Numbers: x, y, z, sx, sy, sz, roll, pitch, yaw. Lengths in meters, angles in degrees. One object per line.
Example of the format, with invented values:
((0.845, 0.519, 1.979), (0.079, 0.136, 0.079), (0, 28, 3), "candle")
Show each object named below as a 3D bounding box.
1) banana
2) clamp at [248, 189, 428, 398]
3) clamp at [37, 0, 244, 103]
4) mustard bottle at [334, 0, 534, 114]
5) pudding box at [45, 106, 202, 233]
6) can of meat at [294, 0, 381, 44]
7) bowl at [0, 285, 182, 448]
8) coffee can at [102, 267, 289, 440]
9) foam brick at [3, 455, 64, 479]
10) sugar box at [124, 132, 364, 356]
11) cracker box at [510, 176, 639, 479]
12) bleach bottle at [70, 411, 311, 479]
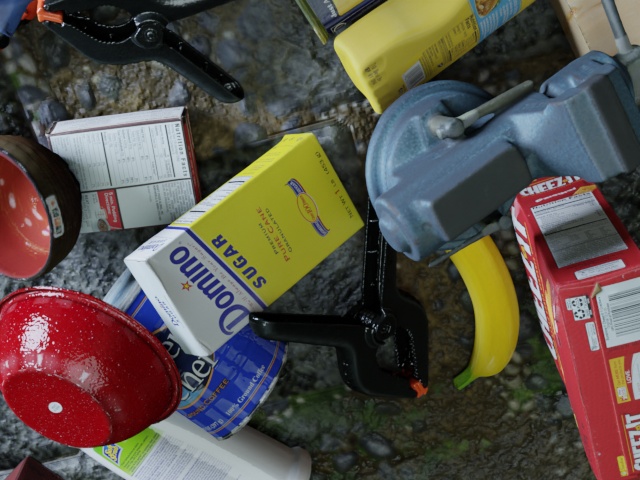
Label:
((0.129, 0.041, 0.902), (0.069, 0.037, 0.198), (-14, 111, 4), "banana")
((0.045, 0.057, 0.879), (0.164, 0.036, 0.209), (-53, 134, -12), "clamp")
((-0.123, -0.155, 0.799), (0.171, 0.039, 0.120), (1, 127, -8), "clamp")
((0.103, -0.174, 0.785), (0.191, 0.096, 0.058), (-36, 70, 3), "mustard bottle")
((-0.155, -0.056, 0.860), (0.113, 0.039, 0.090), (-7, 111, 1), "pudding box")
((0.009, -0.209, 0.774), (0.084, 0.057, 0.102), (-32, 108, 8), "can of meat")
((-0.191, 0.110, 0.823), (0.162, 0.055, 0.162), (12, 135, 12), "bowl")
((-0.112, 0.084, 0.881), (0.140, 0.103, 0.103), (37, 106, -14), "coffee can")
((-0.257, 0.246, 0.970), (0.078, 0.053, 0.051), (40, 106, -14), "foam brick")
((-0.055, 0.001, 0.830), (0.176, 0.048, 0.093), (-42, 112, -27), "sugar box")
((0.205, 0.056, 0.814), (0.072, 0.213, 0.164), (-15, 111, 7), "cracker box")
((-0.138, 0.172, 0.938), (0.250, 0.068, 0.103), (32, 108, -10), "bleach bottle")
